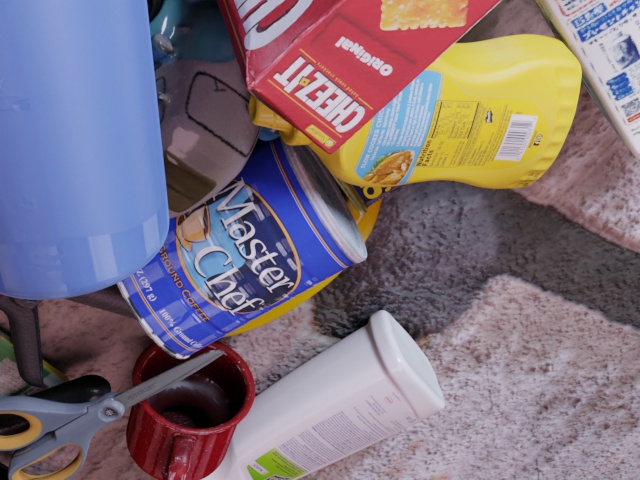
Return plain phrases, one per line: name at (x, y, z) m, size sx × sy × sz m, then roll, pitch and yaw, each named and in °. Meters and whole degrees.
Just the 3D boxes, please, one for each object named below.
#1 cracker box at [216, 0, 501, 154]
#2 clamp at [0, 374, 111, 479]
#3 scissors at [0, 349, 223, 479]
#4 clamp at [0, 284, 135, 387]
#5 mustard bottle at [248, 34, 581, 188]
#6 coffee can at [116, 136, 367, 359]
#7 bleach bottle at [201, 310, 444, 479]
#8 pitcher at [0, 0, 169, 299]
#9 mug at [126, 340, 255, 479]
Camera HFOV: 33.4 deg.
cracker box at (0.041, -0.173, 0.532) m, size 0.214 × 0.164 × 0.072 m, roll -40°, pitch 130°, yaw 19°
clamp at (-0.265, 0.151, 0.799) m, size 0.209 × 0.036 × 0.165 m, roll 13°, pitch 123°, yaw -26°
scissors at (-0.168, 0.112, 0.749) m, size 0.096 × 0.016 × 0.202 m, roll 35°, pitch 117°, yaw -26°
clamp at (-0.184, 0.025, 0.725) m, size 0.120 × 0.039 × 0.171 m, roll -25°, pitch 132°, yaw -1°
mustard bottle at (0.051, -0.075, 0.623) m, size 0.191 × 0.058 × 0.096 m, roll -2°, pitch 133°, yaw -21°
coffee can at (-0.055, 0.001, 0.704) m, size 0.140 × 0.103 × 0.102 m, roll -29°, pitch 134°, yaw 9°
bleach bottle at (-0.028, 0.157, 0.888) m, size 0.251 × 0.068 × 0.102 m, roll -30°, pitch 134°, yaw 13°
pitcher at (-0.150, -0.096, 0.495) m, size 0.144 × 0.149 × 0.243 m, roll -36°, pitch 135°, yaw -39°
mug at (-0.104, 0.141, 0.813) m, size 0.093 × 0.117 × 0.082 m, roll 11°, pitch 133°, yaw -11°
